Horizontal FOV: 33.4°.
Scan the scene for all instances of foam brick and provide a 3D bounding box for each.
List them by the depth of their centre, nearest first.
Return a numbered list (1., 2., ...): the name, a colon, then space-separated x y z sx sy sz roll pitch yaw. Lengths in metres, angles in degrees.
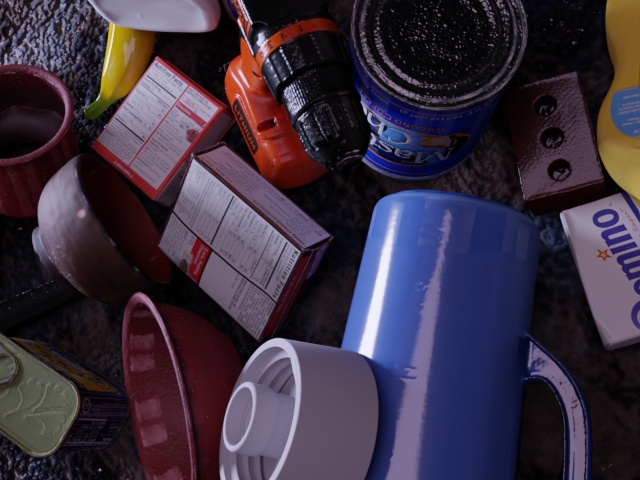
1. foam brick: 0.155 -0.062 0.702 0.053 0.051 0.078 -14 77 15

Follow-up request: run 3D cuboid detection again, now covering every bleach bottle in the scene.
1. bleach bottle: -0.095 -0.279 0.799 0.103 0.068 0.250 7 69 21

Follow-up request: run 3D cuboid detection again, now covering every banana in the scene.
1. banana: -0.160 -0.196 0.834 0.070 0.037 0.198 -6 79 14

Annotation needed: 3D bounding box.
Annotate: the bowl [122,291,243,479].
1. bowl: -0.086 0.111 0.718 0.055 0.162 0.162 -9 75 -23

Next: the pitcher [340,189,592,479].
1. pitcher: 0.077 0.098 0.662 0.149 0.145 0.243 14 80 -21

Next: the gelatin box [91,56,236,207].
1. gelatin box: -0.118 -0.082 0.805 0.073 0.030 0.089 39 93 21

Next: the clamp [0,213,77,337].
1. clamp: -0.269 0.048 0.826 0.171 0.039 0.120 -44 65 7

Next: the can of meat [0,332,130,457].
1. can of meat: -0.198 0.110 0.768 0.102 0.083 0.057 29 90 20

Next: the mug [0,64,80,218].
1. mug: -0.231 -0.078 0.801 0.093 0.081 0.117 -34 64 -20

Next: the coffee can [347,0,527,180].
1. coffee can: 0.066 -0.106 0.678 0.103 0.140 0.103 0 77 -1

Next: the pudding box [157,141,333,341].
1. pudding box: -0.055 0.001 0.745 0.113 0.039 0.090 40 126 18

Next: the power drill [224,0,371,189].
1. power drill: -0.020 -0.102 0.692 0.057 0.188 0.184 -18 73 -10
